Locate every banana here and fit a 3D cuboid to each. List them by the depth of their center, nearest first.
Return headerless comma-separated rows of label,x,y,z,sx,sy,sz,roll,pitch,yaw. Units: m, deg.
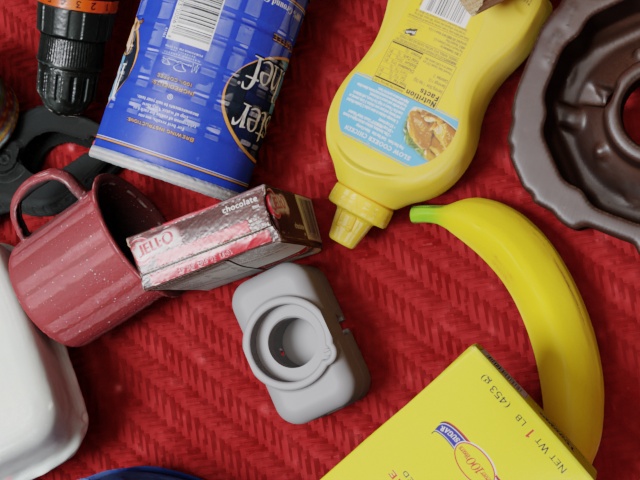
banana,0.129,0.048,0.647,0.070,0.037,0.198,-37,74,36

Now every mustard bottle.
mustard bottle,0.058,-0.083,0.661,0.096,0.058,0.191,30,94,25

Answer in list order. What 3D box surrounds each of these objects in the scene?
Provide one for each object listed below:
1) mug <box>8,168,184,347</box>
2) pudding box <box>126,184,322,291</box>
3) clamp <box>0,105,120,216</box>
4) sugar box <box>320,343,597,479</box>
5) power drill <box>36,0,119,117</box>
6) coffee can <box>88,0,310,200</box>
mug,-0.153,0.008,0.690,0.082,0.093,0.117,-33,108,15
pudding box,-0.054,0.001,0.657,0.090,0.113,0.039,-19,82,12
clamp,-0.216,-0.041,0.740,0.172,0.039,0.120,-1,83,18
sugar box,0.049,0.146,0.566,0.176,0.048,0.093,-43,77,7
power drill,-0.210,-0.191,0.720,0.188,0.057,0.184,21,108,26
coffee can,-0.076,-0.103,0.676,0.103,0.102,0.140,18,91,15
